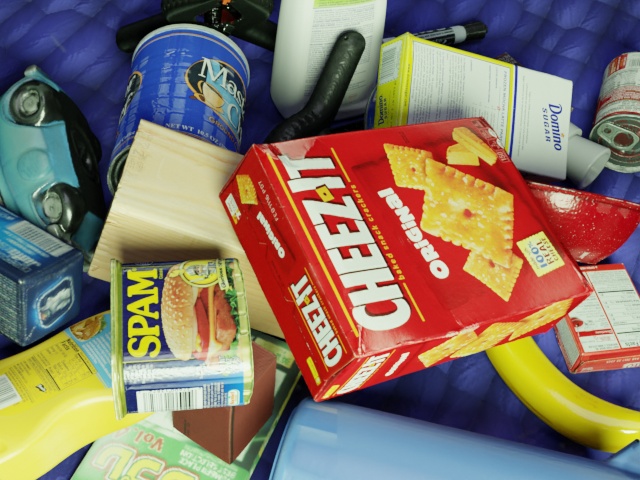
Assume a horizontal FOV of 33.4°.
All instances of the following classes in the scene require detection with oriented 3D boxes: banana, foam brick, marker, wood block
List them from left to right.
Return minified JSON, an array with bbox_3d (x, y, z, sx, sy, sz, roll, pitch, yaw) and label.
[{"bbox_3d":[-0.066,0.103,0.722,0.053,0.078,0.051,30,53,18],"label":"foam brick"},{"bbox_3d":[-0.055,0.002,0.793,0.206,0.091,0.090,19,49,-12],"label":"wood block"},{"bbox_3d":[0.115,-0.202,1.071,0.121,0.020,0.020,-15,54,-21],"label":"marker"},{"bbox_3d":[0.177,0.101,0.809,0.198,0.037,0.069,38,72,26],"label":"banana"}]

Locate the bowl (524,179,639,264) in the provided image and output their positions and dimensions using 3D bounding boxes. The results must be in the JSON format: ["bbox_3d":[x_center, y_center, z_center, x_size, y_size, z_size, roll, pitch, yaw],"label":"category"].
[{"bbox_3d":[0.184,-0.017,0.871,0.162,0.162,0.055,12,93,0],"label":"bowl"}]

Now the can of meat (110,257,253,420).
[{"bbox_3d":[-0.088,0.059,0.670,0.084,0.057,0.102,-3,48,-8],"label":"can of meat"}]

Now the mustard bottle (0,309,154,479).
[{"bbox_3d":[-0.155,0.094,0.733,0.191,0.058,0.096,-27,38,-22],"label":"mustard bottle"}]

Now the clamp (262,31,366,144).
[{"bbox_3d":[-0.005,-0.094,0.900,0.039,0.120,0.171,19,49,34],"label":"clamp"}]

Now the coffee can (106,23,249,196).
[{"bbox_3d":[-0.115,-0.096,0.885,0.102,0.103,0.140,7,50,-5],"label":"coffee can"}]

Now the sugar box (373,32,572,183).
[{"bbox_3d":[0.131,-0.107,0.904,0.176,0.048,0.093,11,80,-30],"label":"sugar box"}]

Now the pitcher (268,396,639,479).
[{"bbox_3d":[0.086,0.191,0.674,0.243,0.145,0.149,15,37,7],"label":"pitcher"}]

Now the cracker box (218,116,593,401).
[{"bbox_3d":[0.062,0.002,0.738,0.213,0.072,0.164,-11,63,-35],"label":"cracker box"}]

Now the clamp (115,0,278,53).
[{"bbox_3d":[-0.104,-0.196,0.933,0.164,0.210,0.036,-4,87,-5],"label":"clamp"}]

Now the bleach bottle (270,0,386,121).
[{"bbox_3d":[0.018,-0.212,0.909,0.102,0.251,0.068,-14,54,-21],"label":"bleach bottle"}]
